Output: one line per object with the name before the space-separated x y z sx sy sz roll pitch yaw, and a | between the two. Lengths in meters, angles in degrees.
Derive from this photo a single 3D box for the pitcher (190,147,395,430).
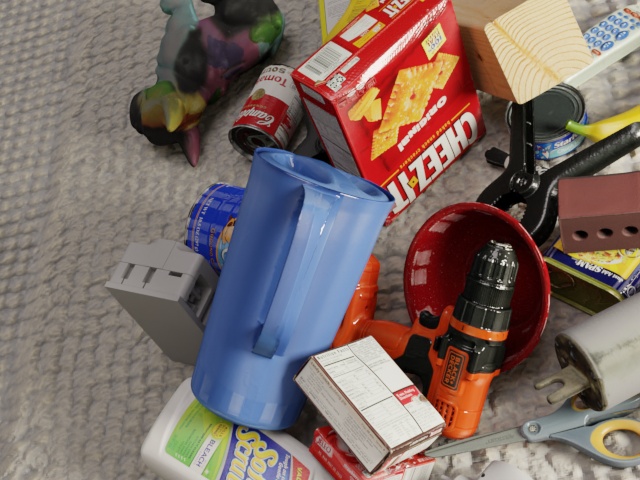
pitcher | -0.034 0.047 0.965 0.145 0.148 0.243 30 106 40

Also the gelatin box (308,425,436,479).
gelatin box | 0.046 0.191 0.951 0.089 0.030 0.073 -6 35 -38

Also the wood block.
wood block | 0.190 -0.216 1.134 0.090 0.091 0.206 -30 20 -3

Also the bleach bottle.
bleach bottle | -0.042 0.216 0.981 0.251 0.068 0.102 19 63 30

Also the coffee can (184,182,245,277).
coffee can | -0.057 0.001 1.123 0.140 0.102 0.102 14 61 31

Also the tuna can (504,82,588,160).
tuna can | 0.242 -0.128 1.141 0.086 0.033 0.086 -12 51 14

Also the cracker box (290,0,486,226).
cracker box | 0.079 -0.139 1.100 0.164 0.213 0.072 -43 52 -12

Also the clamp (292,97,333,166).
clamp | 0.003 -0.110 1.213 0.120 0.039 0.171 21 68 24

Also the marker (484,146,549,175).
marker | 0.223 -0.072 1.116 0.121 0.020 0.020 27 68 36

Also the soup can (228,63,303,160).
soup can | -0.058 -0.150 1.263 0.069 0.068 0.102 9 58 28

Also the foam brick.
foam brick | 0.257 -0.025 0.971 0.078 0.053 0.051 -5 48 17

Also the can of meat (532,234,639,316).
can of meat | 0.266 0.021 1.002 0.102 0.057 0.084 29 67 36

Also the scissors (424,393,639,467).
scissors | 0.200 0.178 0.922 0.201 0.016 0.096 -25 53 -6

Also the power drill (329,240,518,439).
power drill | 0.088 0.068 0.989 0.188 0.057 0.184 23 104 40

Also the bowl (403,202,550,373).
bowl | 0.157 0.043 1.001 0.162 0.055 0.162 6 99 42

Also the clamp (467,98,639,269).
clamp | 0.217 -0.053 1.055 0.165 0.036 0.210 20 79 48

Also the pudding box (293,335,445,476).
pudding box | 0.044 0.142 0.935 0.114 0.089 0.039 47 124 23
